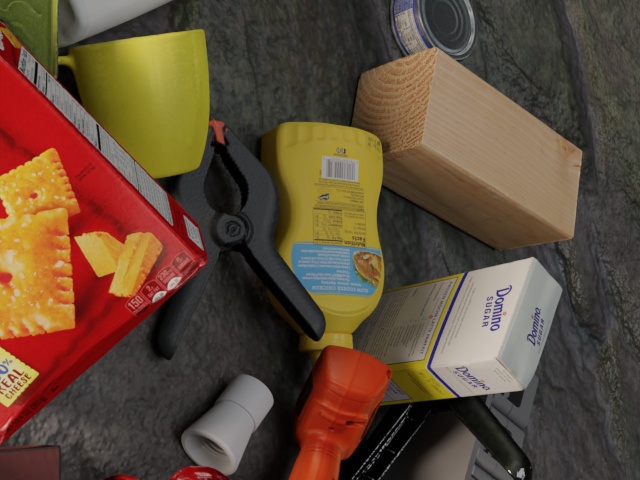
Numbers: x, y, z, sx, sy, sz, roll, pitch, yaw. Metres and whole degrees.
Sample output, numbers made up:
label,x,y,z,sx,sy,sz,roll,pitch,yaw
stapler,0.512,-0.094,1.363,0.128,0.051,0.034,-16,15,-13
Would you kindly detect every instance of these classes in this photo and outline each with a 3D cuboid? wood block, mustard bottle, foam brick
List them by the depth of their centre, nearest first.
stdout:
label,x,y,z,sx,sy,sz,roll,pitch,yaw
foam brick,-0.184,0.159,0.616,0.051,0.053,0.078,6,78,-42
mustard bottle,0.003,0.010,0.816,0.096,0.058,0.191,5,78,-32
wood block,0.129,-0.073,0.930,0.205,0.090,0.091,26,65,-37

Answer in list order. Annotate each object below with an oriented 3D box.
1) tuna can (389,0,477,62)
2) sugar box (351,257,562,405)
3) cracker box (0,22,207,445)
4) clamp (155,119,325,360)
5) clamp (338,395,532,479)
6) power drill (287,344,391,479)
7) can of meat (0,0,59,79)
label,x,y,z,sx,sy,sz,roll,pitch,yaw
tuna can,0.104,-0.200,0.971,0.085,0.034,0.086,10,75,-41
sugar box,0.090,0.073,0.803,0.048,0.177,0.093,46,54,-27
cracker box,-0.190,-0.015,0.575,0.164,0.072,0.213,-40,117,5
clamp,-0.055,0.001,0.759,0.120,0.039,0.171,4,79,-21
clamp,0.081,0.124,0.842,0.036,0.165,0.210,51,28,-34
power drill,-0.003,0.163,0.703,0.057,0.185,0.187,22,47,-1
can of meat,-0.202,-0.126,0.636,0.057,0.084,0.102,7,77,-42
